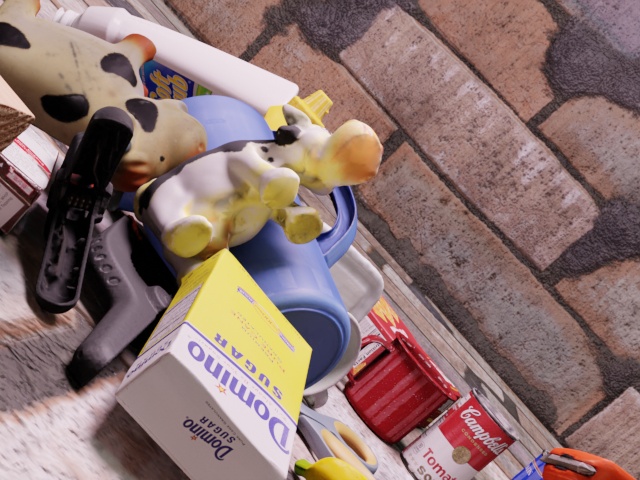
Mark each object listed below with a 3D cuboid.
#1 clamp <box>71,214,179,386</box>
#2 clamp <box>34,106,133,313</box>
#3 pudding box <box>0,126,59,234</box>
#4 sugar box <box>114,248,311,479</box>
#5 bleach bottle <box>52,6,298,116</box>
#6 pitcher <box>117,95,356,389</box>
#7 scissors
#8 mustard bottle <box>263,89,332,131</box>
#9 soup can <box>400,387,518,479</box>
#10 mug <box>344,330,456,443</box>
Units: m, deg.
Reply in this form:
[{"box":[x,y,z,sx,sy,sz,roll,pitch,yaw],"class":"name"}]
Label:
[{"box":[-0.101,0.059,0.682,0.164,0.036,0.210,44,11,-34],"class":"clamp"},{"box":[-0.152,-0.018,0.660,0.039,0.120,0.172,24,-6,-14],"class":"clamp"},{"box":[-0.212,-0.061,0.670,0.090,0.039,0.113,44,5,-19],"class":"pudding box"},{"box":[-0.053,0.074,0.613,0.093,0.048,0.176,50,11,-11],"class":"sugar box"},{"box":[-0.153,-0.163,1.076,0.251,0.103,0.068,25,50,0],"class":"bleach bottle"},{"box":[-0.055,0.001,0.830,0.144,0.149,0.243,26,25,-39],"class":"pitcher"},{"box":[-0.018,0.132,0.865,0.202,0.016,0.096,48,11,13],"class":"scissors"},{"box":[-0.065,-0.070,0.997,0.058,0.192,0.096,48,7,0],"class":"mustard bottle"},{"box":[0.140,0.208,1.082,0.068,0.102,0.068,47,7,-7],"class":"soup can"},{"box":[0.071,0.146,1.091,0.117,0.081,0.093,45,7,-22],"class":"mug"}]
